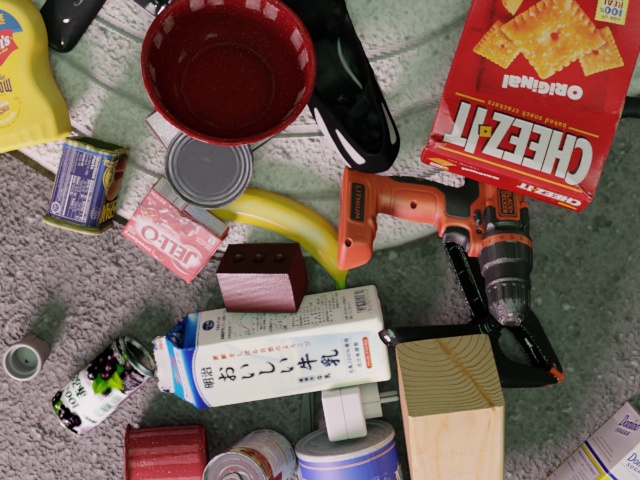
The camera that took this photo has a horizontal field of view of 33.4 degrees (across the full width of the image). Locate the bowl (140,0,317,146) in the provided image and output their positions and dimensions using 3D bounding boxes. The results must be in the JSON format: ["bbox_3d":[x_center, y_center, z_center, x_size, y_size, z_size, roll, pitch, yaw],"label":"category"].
[{"bbox_3d":[-0.086,-0.156,0.998,0.162,0.055,0.162,1,74,-5],"label":"bowl"}]

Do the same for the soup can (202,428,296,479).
[{"bbox_3d":[-0.071,0.236,1.089,0.068,0.102,0.068,1,94,16],"label":"soup can"}]

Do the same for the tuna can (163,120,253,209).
[{"bbox_3d":[-0.108,-0.076,1.041,0.086,0.034,0.086,0,104,0],"label":"tuna can"}]

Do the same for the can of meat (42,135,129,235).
[{"bbox_3d":[-0.228,-0.056,1.050,0.057,0.102,0.084,15,97,-1],"label":"can of meat"}]

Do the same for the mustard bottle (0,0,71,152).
[{"bbox_3d":[-0.312,-0.185,1.048,0.096,0.058,0.191,-9,99,21],"label":"mustard bottle"}]

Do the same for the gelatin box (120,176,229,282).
[{"bbox_3d":[-0.146,-0.009,1.077,0.089,0.030,0.073,38,127,-5],"label":"gelatin box"}]

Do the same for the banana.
[{"bbox_3d":[-0.044,-0.012,1.087,0.197,0.037,0.070,30,98,-4],"label":"banana"}]

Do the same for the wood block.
[{"bbox_3d":[0.129,0.196,1.044,0.090,0.091,0.206,-7,132,1],"label":"wood block"}]

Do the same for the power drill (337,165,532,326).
[{"bbox_3d":[0.111,-0.005,1.032,0.187,0.057,0.184,4,57,-3],"label":"power drill"}]

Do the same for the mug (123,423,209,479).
[{"bbox_3d":[-0.157,0.242,1.112,0.081,0.093,0.117,-4,130,-4],"label":"mug"}]

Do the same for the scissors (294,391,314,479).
[{"bbox_3d":[0.002,0.248,1.141,0.096,0.016,0.202,17,99,-4],"label":"scissors"}]

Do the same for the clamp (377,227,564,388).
[{"bbox_3d":[0.157,0.091,1.073,0.210,0.036,0.164,43,60,-12],"label":"clamp"}]

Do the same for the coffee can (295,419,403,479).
[{"bbox_3d":[0.038,0.266,1.089,0.103,0.103,0.140,-12,97,2],"label":"coffee can"}]

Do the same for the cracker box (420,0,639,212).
[{"bbox_3d":[0.205,-0.155,1.009,0.164,0.072,0.213,18,84,6],"label":"cracker box"}]

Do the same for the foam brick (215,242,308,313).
[{"bbox_3d":[-0.058,0.038,1.072,0.078,0.053,0.051,-1,124,14],"label":"foam brick"}]
